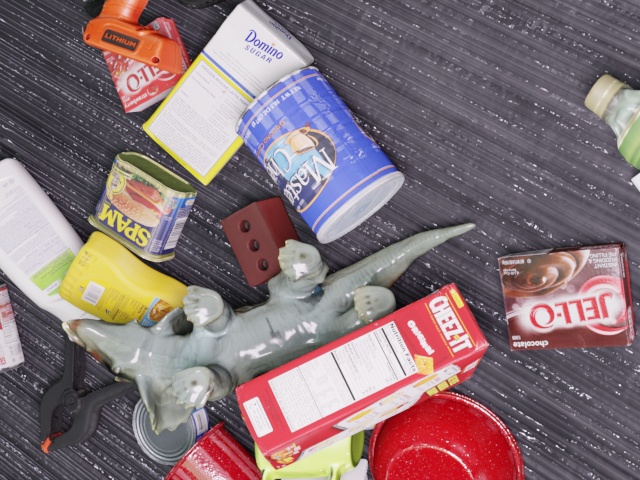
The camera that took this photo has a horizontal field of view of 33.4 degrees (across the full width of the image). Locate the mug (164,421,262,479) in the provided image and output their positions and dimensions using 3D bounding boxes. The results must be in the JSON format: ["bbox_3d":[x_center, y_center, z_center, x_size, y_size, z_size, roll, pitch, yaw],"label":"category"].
[{"bbox_3d":[-0.112,0.264,1.169,0.081,0.093,0.117,43,146,9],"label":"mug"}]

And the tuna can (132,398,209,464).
[{"bbox_3d":[-0.169,0.208,1.212,0.086,0.033,0.086,5,101,27],"label":"tuna can"}]

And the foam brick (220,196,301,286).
[{"bbox_3d":[-0.057,0.001,1.108,0.053,0.051,0.078,-28,86,29],"label":"foam brick"}]

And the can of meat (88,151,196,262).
[{"bbox_3d":[-0.193,-0.038,1.170,0.102,0.057,0.084,31,109,19],"label":"can of meat"}]

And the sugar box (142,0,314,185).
[{"bbox_3d":[-0.095,-0.151,1.095,0.093,0.048,0.176,42,113,-5],"label":"sugar box"}]

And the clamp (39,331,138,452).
[{"bbox_3d":[-0.290,0.175,1.268,0.172,0.039,0.120,-48,70,19],"label":"clamp"}]

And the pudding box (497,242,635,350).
[{"bbox_3d":[0.226,0.052,0.977,0.114,0.039,0.090,-6,97,28],"label":"pudding box"}]

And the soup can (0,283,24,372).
[{"bbox_3d":[-0.405,0.109,1.298,0.069,0.068,0.102,-11,94,28],"label":"soup can"}]

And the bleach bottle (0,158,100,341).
[{"bbox_3d":[-0.317,0.030,1.231,0.102,0.068,0.251,-38,81,-3],"label":"bleach bottle"}]

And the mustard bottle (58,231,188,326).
[{"bbox_3d":[-0.184,0.073,1.161,0.191,0.058,0.096,32,130,-6],"label":"mustard bottle"}]

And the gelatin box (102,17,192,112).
[{"bbox_3d":[-0.185,-0.189,1.154,0.089,0.030,0.073,-23,88,29],"label":"gelatin box"}]

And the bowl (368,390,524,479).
[{"bbox_3d":[0.115,0.232,1.048,0.162,0.055,0.162,6,106,21],"label":"bowl"}]

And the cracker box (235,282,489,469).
[{"bbox_3d":[0.035,0.127,0.967,0.213,0.164,0.072,-25,74,-5],"label":"cracker box"}]

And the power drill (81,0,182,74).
[{"bbox_3d":[-0.150,-0.265,1.062,0.185,0.057,0.188,20,95,24],"label":"power drill"}]

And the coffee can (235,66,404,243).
[{"bbox_3d":[-0.001,-0.083,1.036,0.103,0.102,0.140,-43,78,26],"label":"coffee can"}]
